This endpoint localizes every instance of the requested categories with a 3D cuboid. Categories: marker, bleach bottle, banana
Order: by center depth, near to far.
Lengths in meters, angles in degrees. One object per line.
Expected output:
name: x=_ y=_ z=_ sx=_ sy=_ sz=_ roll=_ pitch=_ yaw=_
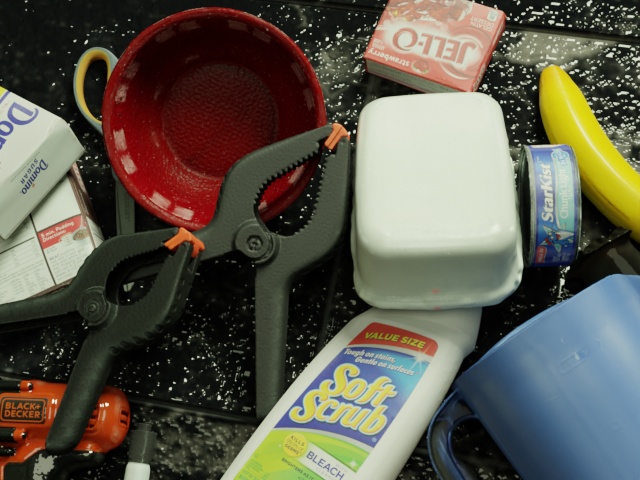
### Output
bleach bottle: x=0.028 y=0.103 z=0.731 sx=0.103 sy=0.068 sz=0.250 roll=28 pitch=74 yaw=23
marker: x=-0.132 y=0.188 z=0.745 sx=0.020 sy=0.020 sz=0.121 roll=4 pitch=74 yaw=8
banana: x=0.219 y=-0.046 z=0.769 sx=0.198 sy=0.037 sz=0.069 roll=44 pitch=57 yaw=14

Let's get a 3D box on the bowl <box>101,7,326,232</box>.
bowl: x=-0.076 y=-0.087 z=0.786 sx=0.162 sy=0.055 sz=0.162 roll=0 pitch=98 yaw=0

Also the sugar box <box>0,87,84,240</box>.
sugar box: x=-0.271 y=-0.078 z=0.800 sx=0.176 sy=0.048 sz=0.093 roll=25 pitch=68 yaw=31

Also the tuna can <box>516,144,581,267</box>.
tuna can: x=0.157 y=-0.024 z=0.741 sx=0.034 sy=0.086 sz=0.086 roll=-1 pitch=73 yaw=4

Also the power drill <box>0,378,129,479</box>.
power drill: x=-0.230 y=0.187 z=0.737 sx=0.184 sy=0.057 sz=0.187 roll=0 pitch=74 yaw=10

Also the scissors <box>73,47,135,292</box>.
scissors: x=-0.135 y=-0.067 z=0.824 sx=0.096 sy=0.016 sz=0.202 roll=-21 pitch=72 yaw=0

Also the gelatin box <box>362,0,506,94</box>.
gelatin box: x=0.087 y=-0.151 z=0.816 sx=0.089 sy=0.030 sz=0.073 roll=22 pitch=77 yaw=13

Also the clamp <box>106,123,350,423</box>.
clamp: x=-0.055 y=0.001 z=0.751 sx=0.164 sy=0.036 sz=0.210 roll=30 pitch=94 yaw=3

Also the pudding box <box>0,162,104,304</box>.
pudding box: x=-0.215 y=-0.004 z=0.803 sx=0.090 sy=0.039 sz=0.113 roll=-24 pitch=69 yaw=1

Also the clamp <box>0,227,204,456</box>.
clamp: x=-0.158 y=0.047 z=0.726 sx=0.120 sy=0.039 sz=0.171 roll=41 pitch=85 yaw=14

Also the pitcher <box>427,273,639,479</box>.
pitcher: x=0.191 y=0.156 z=0.665 sx=0.144 sy=0.149 sz=0.243 roll=-19 pitch=70 yaw=-43
